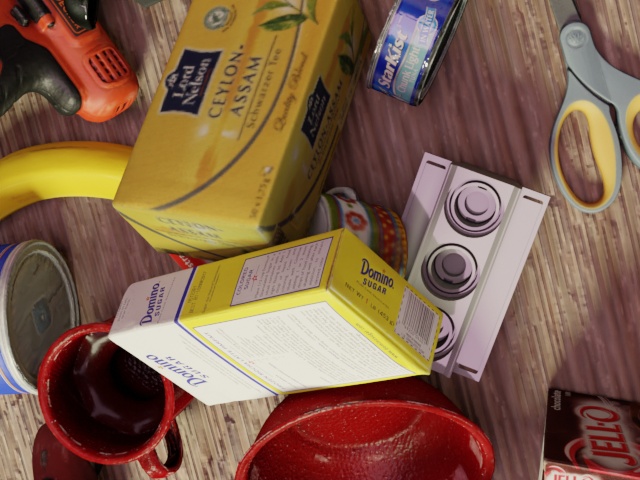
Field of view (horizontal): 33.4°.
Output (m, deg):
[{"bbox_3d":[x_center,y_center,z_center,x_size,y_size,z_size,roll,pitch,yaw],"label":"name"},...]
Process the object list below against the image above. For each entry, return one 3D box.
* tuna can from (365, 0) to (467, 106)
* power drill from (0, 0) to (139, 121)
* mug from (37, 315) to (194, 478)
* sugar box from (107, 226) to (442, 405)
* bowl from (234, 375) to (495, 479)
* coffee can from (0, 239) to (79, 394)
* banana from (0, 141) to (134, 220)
[{"bbox_3d":[0.060,-0.124,0.636,0.034,0.086,0.086,24,103,6],"label":"tuna can"},{"bbox_3d":[-0.227,-0.127,0.656,0.184,0.187,0.057,52,144,0],"label":"power drill"},{"bbox_3d":[-0.122,0.102,0.712,0.093,0.081,0.117,-27,92,15],"label":"mug"},{"bbox_3d":[-0.029,0.048,0.607,0.177,0.048,0.093,-11,139,41],"label":"sugar box"},{"bbox_3d":[0.026,0.128,0.674,0.162,0.055,0.162,-3,136,-3],"label":"bowl"},{"bbox_3d":[-0.250,0.056,0.722,0.140,0.102,0.103,-5,97,13],"label":"coffee can"},{"bbox_3d":[-0.162,-0.036,0.726,0.198,0.037,0.069,-7,120,15],"label":"banana"}]
